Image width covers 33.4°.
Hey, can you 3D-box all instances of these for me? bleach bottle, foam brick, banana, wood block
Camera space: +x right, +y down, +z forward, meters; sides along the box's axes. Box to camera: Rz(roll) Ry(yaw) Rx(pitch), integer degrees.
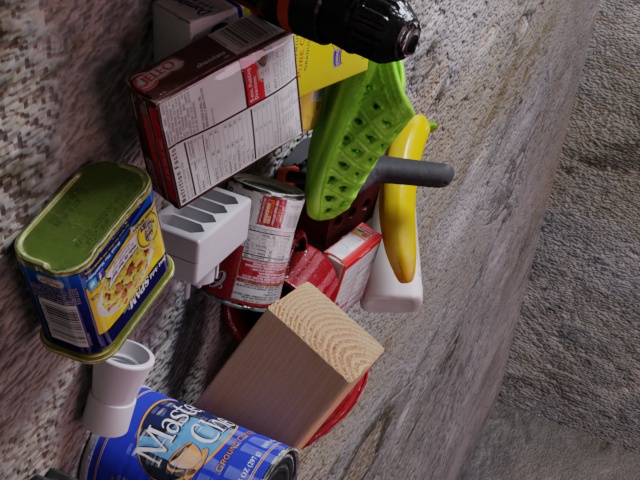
[{"bbox_3d":[0.076,-0.052,1.164,0.102,0.068,0.251,76,14,-77],"label":"bleach bottle"},{"bbox_3d":[0.013,-0.039,1.055,0.078,0.051,0.053,-32,147,-39],"label":"foam brick"},{"bbox_3d":[0.089,-0.056,1.084,0.069,0.037,0.197,33,58,-34],"label":"banana"},{"bbox_3d":[-0.050,0.147,0.909,0.206,0.091,0.090,-53,170,23],"label":"wood block"}]

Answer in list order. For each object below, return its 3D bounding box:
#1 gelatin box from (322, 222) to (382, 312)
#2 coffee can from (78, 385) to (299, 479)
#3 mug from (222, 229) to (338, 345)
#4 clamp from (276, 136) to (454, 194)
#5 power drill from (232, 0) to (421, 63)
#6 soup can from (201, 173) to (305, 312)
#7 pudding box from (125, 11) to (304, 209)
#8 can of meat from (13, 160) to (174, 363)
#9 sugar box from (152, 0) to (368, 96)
[{"bbox_3d":[0.021,0.036,1.058,0.073,0.030,0.089,-37,152,-47],"label":"gelatin box"},{"bbox_3d":[-0.101,0.184,0.831,0.102,0.140,0.103,19,90,-73],"label":"coffee can"},{"bbox_3d":[-0.032,0.043,0.985,0.081,0.093,0.117,-53,153,-56],"label":"mug"},{"bbox_3d":[0.040,-0.071,1.015,0.171,0.120,0.039,-27,139,-30],"label":"clamp"},{"bbox_3d":[-0.044,-0.167,0.592,0.057,0.185,0.187,-61,154,0],"label":"power drill"},{"bbox_3d":[-0.056,0.001,0.898,0.068,0.068,0.102,-17,124,-69],"label":"soup can"},{"bbox_3d":[-0.065,-0.086,0.692,0.113,0.039,0.090,-32,142,-25],"label":"pudding box"},{"bbox_3d":[-0.140,0.011,0.670,0.084,0.057,0.102,87,27,-46],"label":"can of meat"},{"bbox_3d":[-0.036,-0.142,0.752,0.175,0.048,0.093,-30,140,-36],"label":"sugar box"}]
